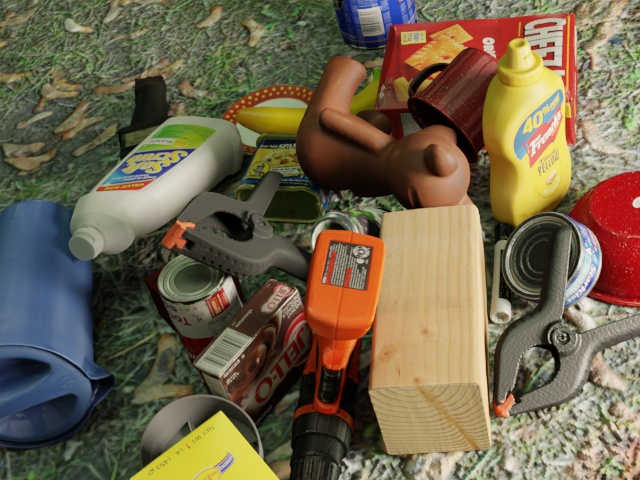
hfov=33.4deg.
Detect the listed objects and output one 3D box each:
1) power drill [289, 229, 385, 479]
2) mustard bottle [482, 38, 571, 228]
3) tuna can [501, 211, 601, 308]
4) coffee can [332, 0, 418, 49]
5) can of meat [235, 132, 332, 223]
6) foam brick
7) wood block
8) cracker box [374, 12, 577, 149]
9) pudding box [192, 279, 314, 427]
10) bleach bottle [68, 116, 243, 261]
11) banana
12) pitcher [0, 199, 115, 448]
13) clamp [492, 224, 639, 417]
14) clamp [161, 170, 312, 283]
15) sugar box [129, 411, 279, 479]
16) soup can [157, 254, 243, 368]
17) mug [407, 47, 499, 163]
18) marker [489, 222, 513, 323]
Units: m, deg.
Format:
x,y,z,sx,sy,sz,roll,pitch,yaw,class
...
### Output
x,y,z,sx,sy,sz,roll,pitch,yaw,class
0.008,0.099,0.865,0.057,0.188,0.184,9,45,0,power drill
0.195,-0.108,1.016,0.096,0.191,0.058,-40,47,-23,mustard bottle
0.207,0.018,0.964,0.086,0.033,0.086,-20,60,37,tuna can
0.060,-0.324,1.326,0.103,0.140,0.103,-9,43,8,coffee can
-0.032,-0.067,1.147,0.102,0.057,0.084,3,48,21,can of meat
-0.125,0.047,1.060,0.078,0.051,0.053,-34,44,-18,foam brick
0.099,0.073,0.931,0.090,0.091,0.206,-5,43,12,wood block
0.174,-0.177,1.185,0.214,0.072,0.164,-1,45,16,cracker box
-0.054,0.104,0.948,0.039,0.090,0.113,22,55,36,pudding box
-0.177,-0.052,1.122,0.103,0.068,0.250,8,32,20,bleach bottle
0.003,-0.143,1.206,0.197,0.037,0.070,-19,51,-28,banana
-0.292,0.070,1.033,0.145,0.149,0.243,-38,34,20,pitcher
0.197,0.072,0.899,0.171,0.039,0.120,-40,73,-8,clamp
-0.056,0.001,0.990,0.165,0.036,0.209,49,29,19,clamp
-0.057,0.226,0.814,0.093,0.048,0.176,-36,63,-20,sugar box
-0.105,0.067,0.995,0.068,0.102,0.068,-9,43,8,soup can
0.140,-0.143,1.071,0.081,0.093,0.117,-47,50,-9,mug
0.172,0.027,1.008,0.020,0.020,0.121,-3,44,15,marker
